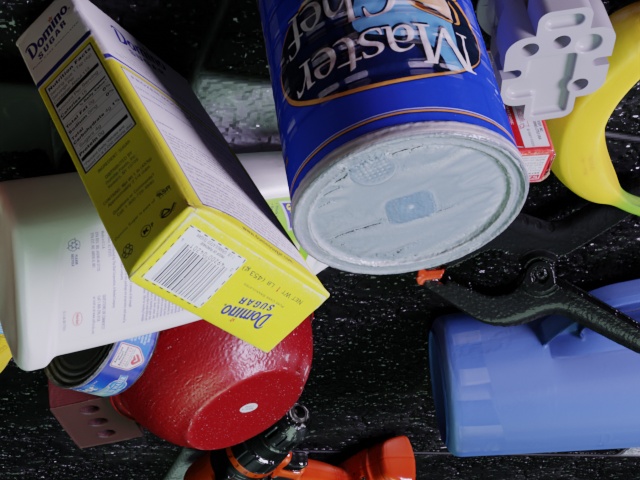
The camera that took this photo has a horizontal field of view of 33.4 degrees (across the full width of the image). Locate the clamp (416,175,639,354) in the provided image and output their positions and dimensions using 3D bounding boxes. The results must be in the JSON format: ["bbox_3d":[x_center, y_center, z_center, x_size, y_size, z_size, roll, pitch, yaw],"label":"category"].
[{"bbox_3d":[0.152,0.009,0.710,0.171,0.120,0.039,7,-173,5],"label":"clamp"}]

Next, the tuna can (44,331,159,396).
[{"bbox_3d":[-0.142,0.057,0.689,0.086,0.086,0.033,-33,142,31],"label":"tuna can"}]

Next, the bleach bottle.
[{"bbox_3d":[-0.054,0.001,0.612,0.250,0.068,0.103,-9,124,-25],"label":"bleach bottle"}]

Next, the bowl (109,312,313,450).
[{"bbox_3d":[-0.064,0.099,0.757,0.162,0.055,0.162,-24,148,-16],"label":"bowl"}]

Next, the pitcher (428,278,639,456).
[{"bbox_3d":[0.208,0.091,0.803,0.243,0.149,0.145,-6,-172,0],"label":"pitcher"}]

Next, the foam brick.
[{"bbox_3d":[-0.167,0.114,0.799,0.053,0.051,0.078,-11,147,1],"label":"foam brick"}]

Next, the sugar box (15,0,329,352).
[{"bbox_3d":[-0.072,-0.035,0.484,0.048,0.176,0.093,-45,138,8],"label":"sugar box"}]

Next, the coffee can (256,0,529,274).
[{"bbox_3d":[0.028,-0.070,0.491,0.102,0.140,0.103,-7,147,-5],"label":"coffee can"}]

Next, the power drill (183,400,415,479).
[{"bbox_3d":[-0.009,0.200,0.969,0.187,0.057,0.185,15,143,-29],"label":"power drill"}]
